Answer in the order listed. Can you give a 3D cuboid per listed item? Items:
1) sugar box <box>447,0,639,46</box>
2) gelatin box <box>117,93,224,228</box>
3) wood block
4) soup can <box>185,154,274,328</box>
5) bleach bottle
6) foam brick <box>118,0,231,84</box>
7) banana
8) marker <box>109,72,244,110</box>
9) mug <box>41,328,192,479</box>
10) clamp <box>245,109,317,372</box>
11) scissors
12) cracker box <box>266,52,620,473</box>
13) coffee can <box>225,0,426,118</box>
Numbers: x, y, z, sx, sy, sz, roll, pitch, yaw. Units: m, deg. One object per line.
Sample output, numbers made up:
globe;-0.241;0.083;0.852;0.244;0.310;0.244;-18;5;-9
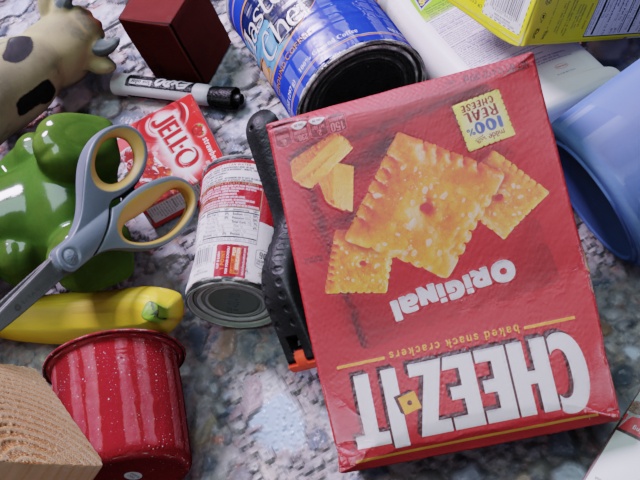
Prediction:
sugar box;0.170;-0.176;0.736;0.175;0.048;0.093;-15;45;-36
gelatin box;-0.114;-0.063;0.822;0.073;0.030;0.089;-27;54;-1
wood block;-0.231;0.177;0.621;0.091;0.090;0.206;43;104;35
soup can;-0.055;0.001;0.738;0.068;0.068;0.102;-5;57;15
bleach bottle;0.116;-0.154;0.787;0.102;0.068;0.251;-23;50;-7
foam brick;-0.117;-0.170;0.864;0.053;0.078;0.051;14;65;26
banana;-0.159;0.050;0.737;0.198;0.069;0.037;-8;69;37
marker;-0.117;-0.121;0.867;0.121;0.020;0.020;11;62;24
mug;-0.135;0.119;0.683;0.117;0.093;0.081;-35;53;32
clamp;0.002;0.003;0.716;0.039;0.120;0.171;-19;69;48
scissors;-0.163;-0.009;0.675;0.201;0.096;0.016;-28;8;-39
cracker box;0.070;0.015;0.630;0.164;0.072;0.214;-13;83;9
coffee can;0.001;-0.148;0.794;0.103;0.102;0.140;-29;54;-2
